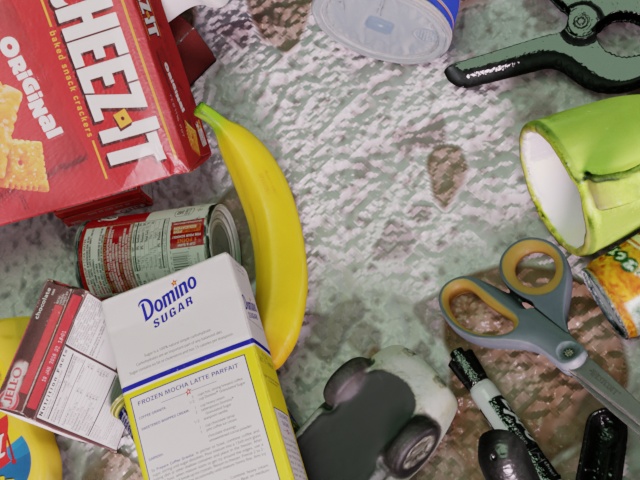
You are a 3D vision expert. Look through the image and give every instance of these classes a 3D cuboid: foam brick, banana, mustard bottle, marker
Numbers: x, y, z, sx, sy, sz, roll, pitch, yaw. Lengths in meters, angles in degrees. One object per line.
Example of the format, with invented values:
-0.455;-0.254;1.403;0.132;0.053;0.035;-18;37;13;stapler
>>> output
-0.131;-0.157;0.841;0.051;0.053;0.078;-47;65;-4;foam brick
-0.042;-0.003;0.748;0.037;0.069;0.198;-37;63;46;banana
-0.228;0.154;0.746;0.096;0.058;0.191;-14;66;13;mustard bottle
0.118;0.118;0.673;0.020;0.020;0.121;-34;64;2;marker

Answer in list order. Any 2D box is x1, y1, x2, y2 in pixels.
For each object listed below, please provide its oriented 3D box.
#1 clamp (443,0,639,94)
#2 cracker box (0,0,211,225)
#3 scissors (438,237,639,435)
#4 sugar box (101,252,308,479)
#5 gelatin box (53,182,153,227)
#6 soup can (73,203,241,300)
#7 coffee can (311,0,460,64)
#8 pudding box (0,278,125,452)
0.178;-0.158;0.743;0.171;0.039;0.120;9;93;13;clamp
-0.207;-0.102;0.754;0.214;0.072;0.164;-14;105;12;cracker box
0.159;0.054;0.653;0.202;0.016;0.096;25;67;45;scissors
-0.070;0.105;0.661;0.093;0.048;0.176;-21;64;8;sugar box
-0.171;-0.062;0.829;0.073;0.030;0.089;-14;69;12;gelatin box
-0.115;0.012;0.761;0.102;0.068;0.068;-7;67;14;soup can
0.062;-0.215;0.775;0.103;0.102;0.140;11;73;21;coffee can
-0.161;0.087;0.720;0.039;0.113;0.090;13;73;25;pudding box
